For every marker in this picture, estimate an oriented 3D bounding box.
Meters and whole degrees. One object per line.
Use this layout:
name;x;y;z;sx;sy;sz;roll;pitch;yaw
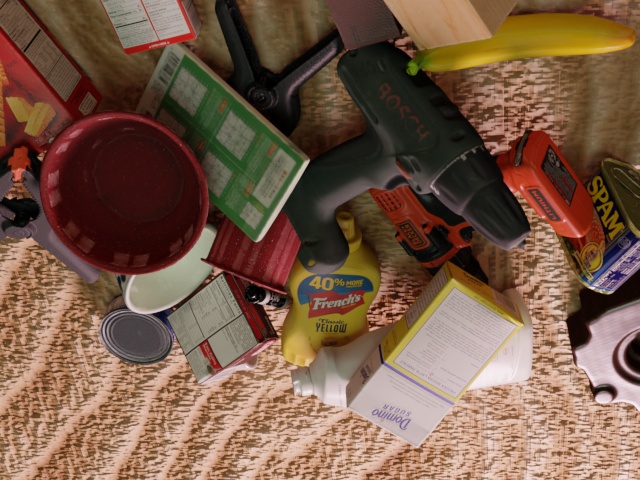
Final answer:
marker;-0.056;0.059;1.114;0.020;0.121;0.020;-1;83;12

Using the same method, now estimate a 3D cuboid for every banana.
banana;0.167;-0.169;0.924;0.198;0.069;0.037;-10;128;-1

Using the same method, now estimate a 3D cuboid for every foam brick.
foam brick;0.036;-0.213;0.919;0.053;0.051;0.078;-12;125;18

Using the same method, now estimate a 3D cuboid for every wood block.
wood block;0.071;-0.260;0.835;0.090;0.090;0.206;2;139;54

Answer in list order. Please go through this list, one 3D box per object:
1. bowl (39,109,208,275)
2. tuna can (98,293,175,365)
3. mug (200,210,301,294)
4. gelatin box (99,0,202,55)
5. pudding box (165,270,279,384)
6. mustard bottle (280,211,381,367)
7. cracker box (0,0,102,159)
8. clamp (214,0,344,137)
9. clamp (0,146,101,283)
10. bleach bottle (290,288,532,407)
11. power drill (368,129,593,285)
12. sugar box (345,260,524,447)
bowl;-0.179;-0.051;1.010;0.162;0.055;0.162;3;111;7
tuna can;-0.205;0.099;1.209;0.086;0.033;0.086;4;128;5
mug;-0.057;0.001;1.072;0.093;0.117;0.081;21;88;26
gelatin box;-0.157;-0.217;0.958;0.073;0.030;0.089;-10;125;17
pudding box;-0.107;0.093;1.152;0.114;0.039;0.090;-36;74;35
mustard bottle;0.014;0.050;1.122;0.096;0.058;0.192;3;128;-6
cracker box;-0.339;-0.162;1.000;0.164;0.072;0.213;-25;120;24
clamp;-0.060;-0.150;0.992;0.120;0.039;0.172;29;128;-1
clamp;-0.291;-0.018;1.072;0.164;0.036;0.210;8;145;-17
bleach bottle;0.093;0.121;1.122;0.250;0.068;0.102;-10;128;-4
power drill;0.160;-0.019;1.022;0.188;0.057;0.184;-19;123;39
sugar box;0.111;0.115;1.061;0.093;0.048;0.176;32;112;-15
